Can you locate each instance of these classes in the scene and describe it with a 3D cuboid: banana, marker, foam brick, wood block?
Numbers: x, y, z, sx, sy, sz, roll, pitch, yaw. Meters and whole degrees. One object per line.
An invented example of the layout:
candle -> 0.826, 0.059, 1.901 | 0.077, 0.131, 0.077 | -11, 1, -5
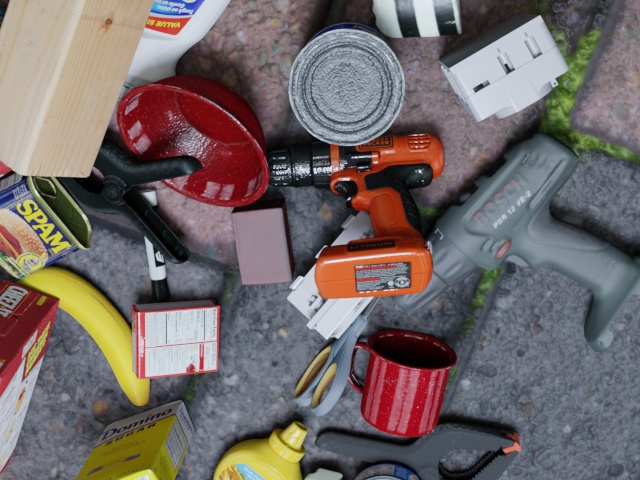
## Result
banana -> -0.239, 0.089, 1.119 | 0.198, 0.037, 0.070 | 43, 120, -6
marker -> -0.172, 0.008, 1.102 | 0.020, 0.020, 0.121 | -5, 103, 3
foam brick -> -0.057, 0.001, 1.079 | 0.051, 0.053, 0.078 | -7, 102, 4
wood block -> -0.238, -0.170, 0.988 | 0.090, 0.090, 0.206 | 33, 108, 27

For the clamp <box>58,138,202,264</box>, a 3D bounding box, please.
clamp -> -0.193, -0.045, 1.063 | 0.172, 0.039, 0.120 | 17, 116, 22

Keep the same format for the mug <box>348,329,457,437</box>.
mug -> 0.076, 0.144, 1.095 | 0.117, 0.093, 0.081 | 18, 110, 24

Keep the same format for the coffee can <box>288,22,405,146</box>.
coffee can -> 0.025, -0.148, 0.994 | 0.103, 0.140, 0.103 | 1, 104, 2

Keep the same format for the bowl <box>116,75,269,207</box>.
bowl -> -0.113, -0.106, 1.030 | 0.162, 0.055, 0.162 | 19, 146, 13

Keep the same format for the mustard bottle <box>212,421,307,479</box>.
mustard bottle -> -0.075, 0.271, 1.142 | 0.096, 0.058, 0.192 | 35, 103, 0

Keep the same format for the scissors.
scissors -> 0.037, 0.098, 1.082 | 0.016, 0.096, 0.202 | 32, 106, -19

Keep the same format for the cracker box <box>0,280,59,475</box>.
cracker box -> -0.341, 0.169, 1.058 | 0.072, 0.164, 0.214 | 21, 114, -2

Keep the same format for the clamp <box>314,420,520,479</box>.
clamp -> 0.115, 0.258, 1.141 | 0.210, 0.036, 0.164 | -15, 104, 10

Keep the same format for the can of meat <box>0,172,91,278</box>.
can of meat -> -0.294, -0.019, 1.070 | 0.084, 0.057, 0.102 | -26, 125, 11

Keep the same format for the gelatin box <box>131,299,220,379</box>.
gelatin box -> -0.149, 0.101, 1.104 | 0.089, 0.030, 0.073 | -4, 105, -22

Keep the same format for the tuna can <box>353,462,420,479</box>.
tuna can -> 0.070, 0.277, 1.116 | 0.086, 0.033, 0.086 | 3, 107, 9

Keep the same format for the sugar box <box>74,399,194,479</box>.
sugar box -> -0.188, 0.222, 1.074 | 0.093, 0.176, 0.048 | -20, 104, 6

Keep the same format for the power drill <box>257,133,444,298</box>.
power drill -> 0.030, -0.031, 1.005 | 0.184, 0.187, 0.057 | -5, 136, 4

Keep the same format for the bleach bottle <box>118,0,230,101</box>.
bleach bottle -> -0.126, -0.240, 1.020 | 0.102, 0.068, 0.251 | 28, 105, -3
